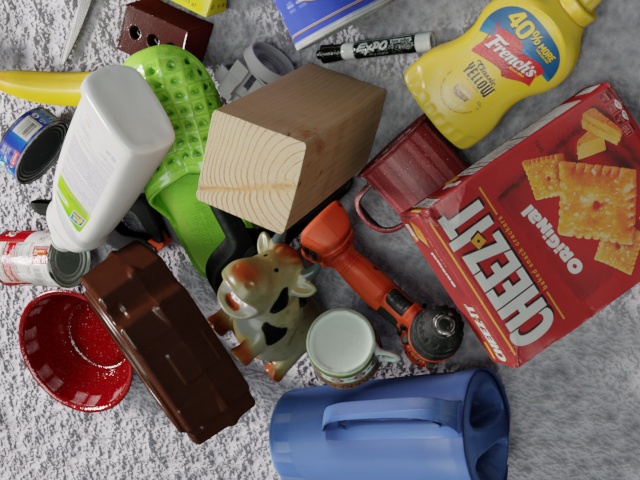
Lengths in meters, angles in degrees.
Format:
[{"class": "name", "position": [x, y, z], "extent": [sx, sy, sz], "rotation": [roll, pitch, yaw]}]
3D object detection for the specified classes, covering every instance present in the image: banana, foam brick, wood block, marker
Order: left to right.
[{"class": "banana", "position": [-0.268, -0.172, 1.164], "extent": [0.198, 0.069, 0.037], "rotation": [0, 67, 29]}, {"class": "foam brick", "position": [-0.161, -0.211, 1.106], "extent": [0.078, 0.051, 0.053], "rotation": [26, 118, 13]}, {"class": "wood block", "position": [-0.022, -0.092, 1.000], "extent": [0.091, 0.205, 0.090], "rotation": [22, 117, 14]}, {"class": "marker", "position": [0.052, -0.187, 1.038], "extent": [0.121, 0.020, 0.020], "rotation": [-2, 109, 25]}]

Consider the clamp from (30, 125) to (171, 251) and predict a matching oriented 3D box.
[{"class": "clamp", "position": [-0.251, -0.036, 1.221], "extent": [0.171, 0.039, 0.120], "rotation": [44, 119, 3]}]

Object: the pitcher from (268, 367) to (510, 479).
[{"class": "pitcher", "position": [0.066, 0.201, 1.116], "extent": [0.243, 0.144, 0.149], "rotation": [-7, 110, 29]}]

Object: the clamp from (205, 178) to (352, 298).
[{"class": "clamp", "position": [-0.057, 0.001, 1.121], "extent": [0.210, 0.164, 0.036], "rotation": [105, 150, -43]}]

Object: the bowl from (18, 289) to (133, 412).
[{"class": "bowl", "position": [-0.283, 0.124, 1.289], "extent": [0.162, 0.055, 0.162], "rotation": [9, 113, 21]}]

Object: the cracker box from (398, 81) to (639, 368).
[{"class": "cracker box", "position": [0.205, -0.014, 0.944], "extent": [0.213, 0.072, 0.164], "rotation": [-34, 95, -7]}]

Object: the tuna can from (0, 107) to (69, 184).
[{"class": "tuna can", "position": [-0.323, -0.107, 1.200], "extent": [0.034, 0.086, 0.086], "rotation": [37, 120, 9]}]

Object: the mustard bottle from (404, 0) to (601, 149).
[{"class": "mustard bottle", "position": [0.175, -0.171, 0.966], "extent": [0.192, 0.058, 0.096], "rotation": [-36, 96, 30]}]

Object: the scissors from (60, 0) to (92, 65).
[{"class": "scissors", "position": [-0.255, -0.288, 1.139], "extent": [0.096, 0.016, 0.202], "rotation": [48, 121, 2]}]

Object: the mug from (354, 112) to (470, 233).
[{"class": "mug", "position": [0.087, -0.055, 1.028], "extent": [0.117, 0.093, 0.081], "rotation": [-42, 94, 5]}]

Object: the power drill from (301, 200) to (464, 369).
[{"class": "power drill", "position": [0.062, 0.048, 1.050], "extent": [0.057, 0.184, 0.188], "rotation": [-42, 81, -10]}]

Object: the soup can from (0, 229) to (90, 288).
[{"class": "soup can", "position": [-0.329, 0.022, 1.254], "extent": [0.102, 0.068, 0.068], "rotation": [1, 110, 34]}]

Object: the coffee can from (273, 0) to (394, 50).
[{"class": "coffee can", "position": [-0.007, -0.261, 0.987], "extent": [0.103, 0.102, 0.140], "rotation": [-23, 99, 30]}]

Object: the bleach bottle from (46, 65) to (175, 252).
[{"class": "bleach bottle", "position": [-0.233, -0.065, 1.091], "extent": [0.102, 0.067, 0.251], "rotation": [57, 140, 11]}]
